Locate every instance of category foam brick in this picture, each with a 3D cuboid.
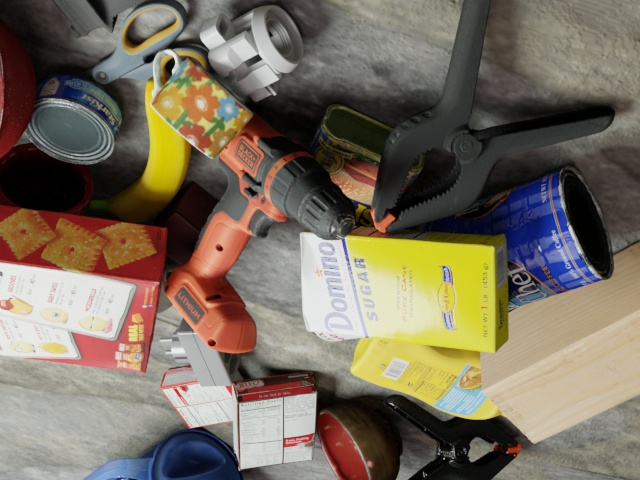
[{"bbox_3d":[-0.117,-0.007,1.029,0.078,0.051,0.053,39,129,-19],"label":"foam brick"}]

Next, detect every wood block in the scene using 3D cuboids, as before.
[{"bbox_3d":[0.255,0.090,0.977,0.206,0.090,0.090,-33,117,27],"label":"wood block"}]

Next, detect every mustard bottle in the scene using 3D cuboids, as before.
[{"bbox_3d":[0.134,0.135,1.084,0.191,0.058,0.096,23,133,-6],"label":"mustard bottle"}]

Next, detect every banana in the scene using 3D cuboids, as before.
[{"bbox_3d":[-0.156,-0.071,0.984,0.069,0.037,0.198,15,138,-21],"label":"banana"}]

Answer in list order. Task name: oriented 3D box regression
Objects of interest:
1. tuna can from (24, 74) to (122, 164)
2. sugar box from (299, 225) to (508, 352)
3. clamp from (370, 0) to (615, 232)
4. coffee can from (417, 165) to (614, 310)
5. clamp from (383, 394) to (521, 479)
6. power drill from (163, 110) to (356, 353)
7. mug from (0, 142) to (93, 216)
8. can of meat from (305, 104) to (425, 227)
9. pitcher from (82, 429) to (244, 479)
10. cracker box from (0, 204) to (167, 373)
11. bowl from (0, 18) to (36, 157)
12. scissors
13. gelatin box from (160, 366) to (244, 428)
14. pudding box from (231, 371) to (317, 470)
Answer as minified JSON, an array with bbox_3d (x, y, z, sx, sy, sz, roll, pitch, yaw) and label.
[{"bbox_3d":[-0.223,-0.109,0.964,0.086,0.033,0.086,8,144,6],"label":"tuna can"},{"bbox_3d":[0.069,0.038,0.904,0.176,0.048,0.093,3,104,24],"label":"sugar box"},{"bbox_3d":[0.112,-0.093,0.868,0.210,0.036,0.164,-38,111,13],"label":"clamp"},{"bbox_3d":[0.169,0.007,0.933,0.141,0.102,0.102,-21,122,29],"label":"coffee can"},{"bbox_3d":[0.134,0.233,1.132,0.171,0.120,0.039,12,179,-23],"label":"clamp"},{"bbox_3d":[-0.056,0.001,0.919,0.057,0.185,0.188,9,116,-41],"label":"power drill"},{"bbox_3d":[-0.282,-0.036,1.019,0.117,0.093,0.082,17,138,-10],"label":"mug"},{"bbox_3d":[0.031,-0.061,0.941,0.102,0.057,0.084,24,129,-8],"label":"can of meat"},{"bbox_3d":[-0.218,0.328,1.299,0.243,0.144,0.149,-35,89,39],"label":"pitcher"},{"bbox_3d":[-0.257,0.043,0.990,0.213,0.072,0.164,9,143,-8],"label":"cracker box"},{"bbox_3d":[-0.296,-0.133,0.929,0.162,0.055,0.162,5,97,43],"label":"bowl"},{"bbox_3d":[-0.173,-0.141,0.949,0.096,0.016,0.202,38,132,-22],"label":"scissors"},{"bbox_3d":[-0.126,0.173,1.204,0.089,0.030,0.073,-13,128,23],"label":"gelatin box"},{"bbox_3d":[-0.051,0.199,1.179,0.090,0.039,0.113,-5,126,-10],"label":"pudding box"}]
